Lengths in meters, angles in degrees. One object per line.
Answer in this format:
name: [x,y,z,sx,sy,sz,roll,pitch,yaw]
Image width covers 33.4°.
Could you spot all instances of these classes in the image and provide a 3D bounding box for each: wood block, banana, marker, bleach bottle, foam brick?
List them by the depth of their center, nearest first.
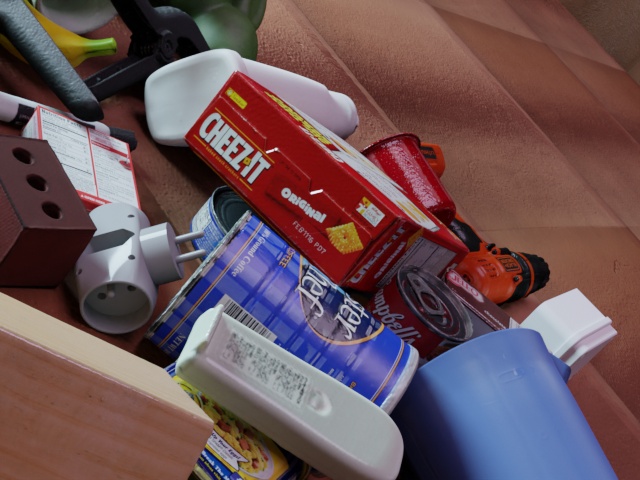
wood block: [-0.163,0.065,0.455,0.205,0.090,0.091,29,-2,-25]
foam brick: [-0.179,-0.018,0.633,0.052,0.051,0.078,3,46,-53]
marker: [-0.182,-0.083,0.767,0.120,0.020,0.020,14,38,-45]
banana: [-0.234,-0.193,0.812,0.069,0.037,0.198,-33,74,-19]
bleach bottle: [-0.035,-0.113,0.929,0.250,0.103,0.068,-3,85,-57]

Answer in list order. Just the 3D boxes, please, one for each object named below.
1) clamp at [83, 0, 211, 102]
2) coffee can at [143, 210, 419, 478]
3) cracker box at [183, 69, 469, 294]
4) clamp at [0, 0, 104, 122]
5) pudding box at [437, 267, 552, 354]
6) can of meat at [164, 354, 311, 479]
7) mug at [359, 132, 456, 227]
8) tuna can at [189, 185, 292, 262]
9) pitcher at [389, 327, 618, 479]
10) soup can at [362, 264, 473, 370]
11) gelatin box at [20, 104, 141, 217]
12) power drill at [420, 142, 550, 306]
clamp: [-0.143,-0.150,0.874,0.039,0.120,0.171,11,-8,32]
coffee can: [-0.024,0.065,0.667,0.140,0.103,0.102,40,26,-5]
cracker box: [0.011,-0.030,0.811,0.164,0.072,0.213,43,9,19]
clamp: [-0.224,-0.173,0.762,0.210,0.036,0.164,11,65,-5]
pudding box: [0.110,0.089,0.834,0.113,0.090,0.039,40,27,-6]
can of meat: [-0.066,0.116,0.584,0.102,0.058,0.083,47,28,8]
mug: [0.064,-0.038,0.968,0.117,0.093,0.081,-1,54,-51]
tuna can: [-0.055,0.001,0.800,0.086,0.034,0.086,33,27,-20]
pitcher: [0.133,0.191,0.688,0.144,0.149,0.243,31,27,-56]
soup can: [0.049,0.075,0.754,0.068,0.102,0.068,33,28,-20]
gelatin box: [-0.163,-0.043,0.721,0.073,0.030,0.089,22,33,-34]
power drill: [0.143,-0.015,1.078,0.188,0.057,0.184,52,26,20]
